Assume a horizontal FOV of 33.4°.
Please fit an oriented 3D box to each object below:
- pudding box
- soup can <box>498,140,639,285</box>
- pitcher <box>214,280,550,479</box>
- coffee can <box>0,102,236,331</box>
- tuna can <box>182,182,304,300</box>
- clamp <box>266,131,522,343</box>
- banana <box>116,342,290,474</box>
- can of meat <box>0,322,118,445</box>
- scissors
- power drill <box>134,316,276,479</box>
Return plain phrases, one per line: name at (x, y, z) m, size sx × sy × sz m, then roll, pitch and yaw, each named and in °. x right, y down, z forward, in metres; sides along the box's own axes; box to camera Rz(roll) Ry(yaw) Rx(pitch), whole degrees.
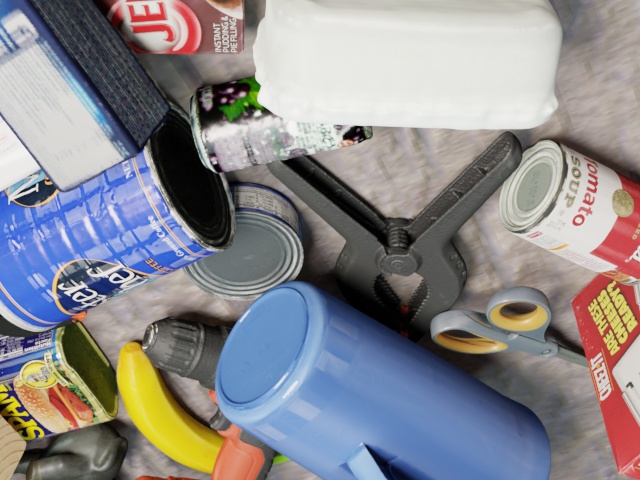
pudding box at (-0.088, -0.157, 0.588) m, size 0.090 × 0.039 × 0.113 m, roll 0°, pitch 133°, yaw -2°
soup can at (0.180, -0.019, 0.718) m, size 0.102 × 0.068 × 0.069 m, roll 22°, pitch 128°, yaw -22°
pitcher at (0.047, 0.135, 0.765) m, size 0.242 × 0.145 × 0.149 m, roll 34°, pitch 159°, yaw -31°
coffee can at (-0.139, -0.014, 0.677) m, size 0.140 × 0.103 × 0.102 m, roll -23°, pitch 131°, yaw 18°
tuna can at (-0.055, 0.001, 0.745) m, size 0.086 × 0.034 × 0.086 m, roll -2°, pitch 134°, yaw -2°
clamp at (0.045, 0.000, 0.748) m, size 0.164 × 0.036 × 0.210 m, roll 5°, pitch 138°, yaw 3°
banana at (-0.111, 0.150, 0.887) m, size 0.070 × 0.037 × 0.197 m, roll -43°, pitch 126°, yaw 8°
can of meat at (-0.213, 0.107, 0.822) m, size 0.084 × 0.057 × 0.102 m, roll -16°, pitch 132°, yaw 9°
scissors at (0.177, 0.071, 0.810) m, size 0.201 × 0.016 × 0.096 m, roll 10°, pitch 145°, yaw -27°
power drill at (-0.084, 0.152, 0.838) m, size 0.184 × 0.057 × 0.188 m, roll 21°, pitch 112°, yaw -28°
